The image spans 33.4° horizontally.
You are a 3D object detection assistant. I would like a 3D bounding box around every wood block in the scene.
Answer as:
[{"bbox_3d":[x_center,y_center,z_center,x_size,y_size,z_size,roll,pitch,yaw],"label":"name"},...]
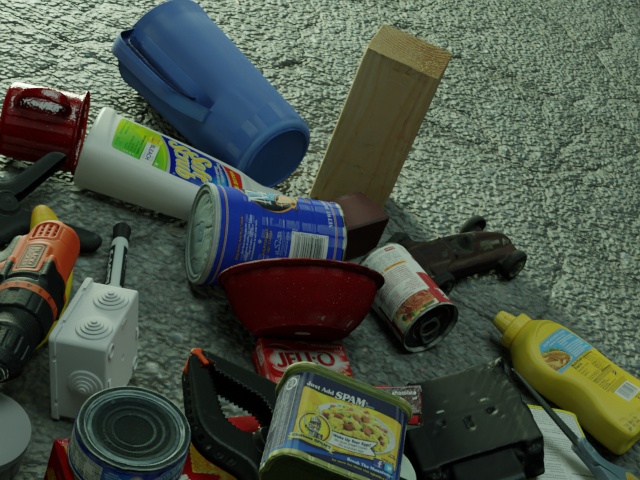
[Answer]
[{"bbox_3d":[0.069,-0.136,1.260,0.090,0.206,0.090,25,33,4],"label":"wood block"}]

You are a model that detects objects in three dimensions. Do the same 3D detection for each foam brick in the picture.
[{"bbox_3d":[0.029,-0.014,1.207,0.078,0.053,0.051,-16,49,-45],"label":"foam brick"}]

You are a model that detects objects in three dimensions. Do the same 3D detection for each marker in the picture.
[{"bbox_3d":[-0.201,0.021,1.055,0.020,0.020,0.121,13,34,-14],"label":"marker"}]

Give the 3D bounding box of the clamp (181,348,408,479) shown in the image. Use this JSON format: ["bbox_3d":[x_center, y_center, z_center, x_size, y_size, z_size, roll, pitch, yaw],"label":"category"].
[{"bbox_3d":[-0.028,0.160,0.809,0.164,0.036,0.210,-12,49,-40],"label":"clamp"}]

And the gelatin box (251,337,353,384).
[{"bbox_3d":[-0.014,0.128,1.002,0.089,0.030,0.073,7,36,-22],"label":"gelatin box"}]

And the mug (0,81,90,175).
[{"bbox_3d":[-0.293,-0.127,1.130,0.081,0.117,0.093,11,67,-8],"label":"mug"}]

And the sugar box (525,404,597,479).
[{"bbox_3d":[0.217,0.230,0.979,0.093,0.048,0.176,11,38,-20],"label":"sugar box"}]

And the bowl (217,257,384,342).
[{"bbox_3d":[-0.019,0.063,1.017,0.161,0.162,0.055,7,72,-22],"label":"bowl"}]

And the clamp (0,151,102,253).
[{"bbox_3d":[-0.299,-0.022,1.040,0.171,0.039,0.120,-21,62,-37],"label":"clamp"}]

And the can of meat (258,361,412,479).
[{"bbox_3d":[0.011,0.148,0.770,0.102,0.058,0.084,22,41,-7],"label":"can of meat"}]

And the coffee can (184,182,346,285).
[{"bbox_3d":[-0.057,0.001,1.089,0.140,0.103,0.103,8,36,-21],"label":"coffee can"}]

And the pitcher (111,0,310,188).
[{"bbox_3d":[-0.131,-0.169,1.267,0.149,0.145,0.243,-34,61,-20],"label":"pitcher"}]

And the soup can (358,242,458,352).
[{"bbox_3d":[0.089,0.059,1.125,0.068,0.069,0.102,-6,42,-36],"label":"soup can"}]

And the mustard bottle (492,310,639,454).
[{"bbox_3d":[0.261,0.137,1.122,0.192,0.058,0.096,39,38,23],"label":"mustard bottle"}]

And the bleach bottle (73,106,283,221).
[{"bbox_3d":[-0.136,-0.061,1.172,0.250,0.068,0.102,20,34,-8],"label":"bleach bottle"}]

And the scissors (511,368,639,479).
[{"bbox_3d":[0.253,0.196,0.985,0.202,0.016,0.096,55,22,21],"label":"scissors"}]

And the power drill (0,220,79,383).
[{"bbox_3d":[-0.302,0.049,0.868,0.187,0.057,0.184,0,32,5],"label":"power drill"}]

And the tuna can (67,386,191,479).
[{"bbox_3d":[-0.138,0.146,0.774,0.086,0.034,0.086,14,34,-10],"label":"tuna can"}]
